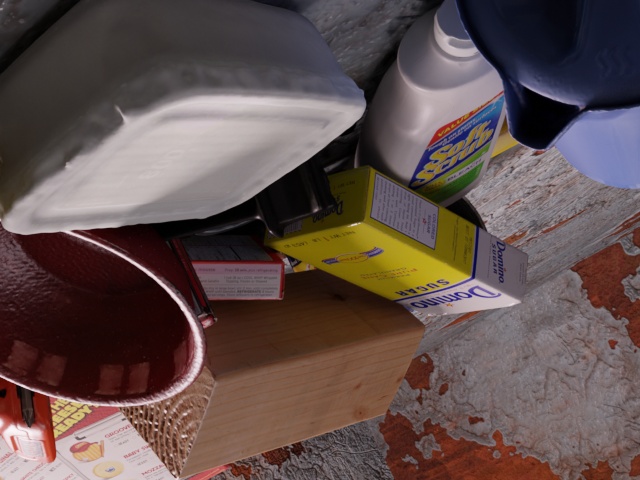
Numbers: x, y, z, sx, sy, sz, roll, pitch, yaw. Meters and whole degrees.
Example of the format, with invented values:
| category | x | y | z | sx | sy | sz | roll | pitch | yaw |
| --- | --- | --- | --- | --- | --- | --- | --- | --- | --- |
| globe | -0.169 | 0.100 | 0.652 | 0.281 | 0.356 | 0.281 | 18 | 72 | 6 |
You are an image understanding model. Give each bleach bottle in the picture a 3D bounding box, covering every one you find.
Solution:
| category | x | y | z | sx | sy | sz | roll | pitch | yaw |
| --- | --- | --- | --- | --- | --- | --- | --- | --- | --- |
| bleach bottle | 0.069 | -0.081 | 0.672 | 0.102 | 0.068 | 0.251 | -27 | 166 | -6 |

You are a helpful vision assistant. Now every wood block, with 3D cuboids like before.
| category | x | y | z | sx | sy | sz | roll | pitch | yaw |
| --- | --- | --- | --- | --- | --- | --- | --- | --- | --- |
| wood block | -0.034 | 0.086 | 0.765 | 0.205 | 0.091 | 0.090 | -8 | 129 | -45 |

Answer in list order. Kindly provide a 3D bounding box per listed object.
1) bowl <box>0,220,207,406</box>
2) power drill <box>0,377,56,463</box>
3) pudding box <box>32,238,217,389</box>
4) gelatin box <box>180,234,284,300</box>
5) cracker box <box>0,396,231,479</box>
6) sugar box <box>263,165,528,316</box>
| category | x | y | z | sx | sy | sz | roll | pitch | yaw |
| --- | --- | --- | --- | --- | --- | --- | --- | --- | --- |
| bowl | -0.133 | 0.022 | 0.571 | 0.162 | 0.162 | 0.055 | -38 | -152 | 44 |
| power drill | -0.281 | 0.138 | 0.741 | 0.187 | 0.057 | 0.185 | -8 | 156 | -16 |
| pudding box | -0.132 | 0.032 | 0.650 | 0.113 | 0.090 | 0.039 | -26 | 167 | 0 |
| gelatin box | -0.076 | 0.018 | 0.719 | 0.089 | 0.030 | 0.073 | 0 | -166 | -18 |
| cracker box | -0.202 | 0.163 | 0.903 | 0.164 | 0.072 | 0.213 | -30 | 137 | 12 |
| sugar box | 0.056 | 0.007 | 0.737 | 0.094 | 0.048 | 0.176 | -12 | 150 | 44 |
